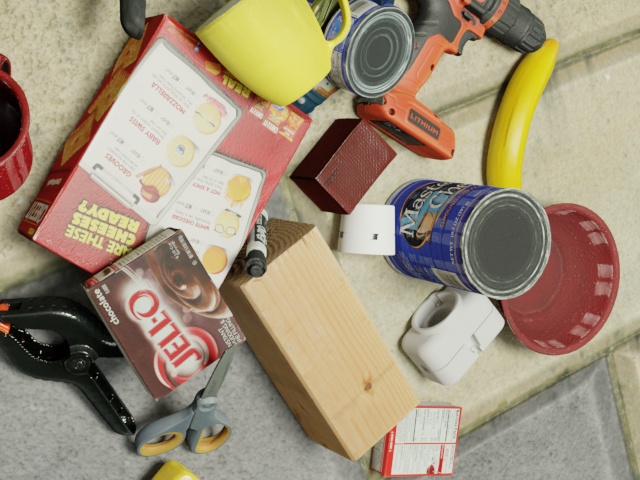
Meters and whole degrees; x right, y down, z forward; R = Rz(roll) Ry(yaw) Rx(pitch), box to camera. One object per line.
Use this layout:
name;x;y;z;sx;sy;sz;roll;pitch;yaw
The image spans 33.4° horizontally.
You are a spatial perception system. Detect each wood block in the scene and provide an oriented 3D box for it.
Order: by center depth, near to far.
wood block;-0.007;0.090;0.986;0.090;0.090;0.206;-39;112;-20

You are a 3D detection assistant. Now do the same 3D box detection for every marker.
marker;-0.056;0.001;0.934;0.020;0.121;0.020;-1;114;-2

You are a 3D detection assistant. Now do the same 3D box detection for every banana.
banana;0.206;-0.117;1.109;0.069;0.037;0.198;5;98;-57

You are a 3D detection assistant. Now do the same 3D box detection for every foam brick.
foam brick;0.021;-0.070;1.003;0.053;0.051;0.078;45;75;-24

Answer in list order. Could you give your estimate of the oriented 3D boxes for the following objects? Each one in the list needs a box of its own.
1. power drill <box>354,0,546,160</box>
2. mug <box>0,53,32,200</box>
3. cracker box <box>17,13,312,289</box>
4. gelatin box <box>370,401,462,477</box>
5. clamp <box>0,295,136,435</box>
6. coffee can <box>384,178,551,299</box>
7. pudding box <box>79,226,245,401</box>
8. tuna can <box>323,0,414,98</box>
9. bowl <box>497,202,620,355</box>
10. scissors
power drill;0.128;-0.177;1.046;0.184;0.057;0.187;27;82;-28
mug;-0.262;-0.088;0.818;0.093;0.081;0.117;13;70;-4
cracker box;-0.130;-0.058;0.911;0.164;0.072;0.213;33;82;-27
gelatin box;0.098;0.202;1.092;0.089;0.030;0.073;6;92;-29
clamp;-0.202;0.103;0.903;0.171;0.039;0.120;20;110;-17
coffee can;0.135;-0.004;1.022;0.102;0.140;0.103;-4;98;-28
pudding box;-0.127;0.058;0.864;0.090;0.039;0.113;-34;107;-18
tuna can;0.043;-0.171;0.947;0.086;0.034;0.086;-23;128;-33
bowl;0.240;0.038;1.133;0.161;0.055;0.162;-4;98;-28
scissors;-0.115;0.142;0.903;0.096;0.202;0.016;-12;60;-10
